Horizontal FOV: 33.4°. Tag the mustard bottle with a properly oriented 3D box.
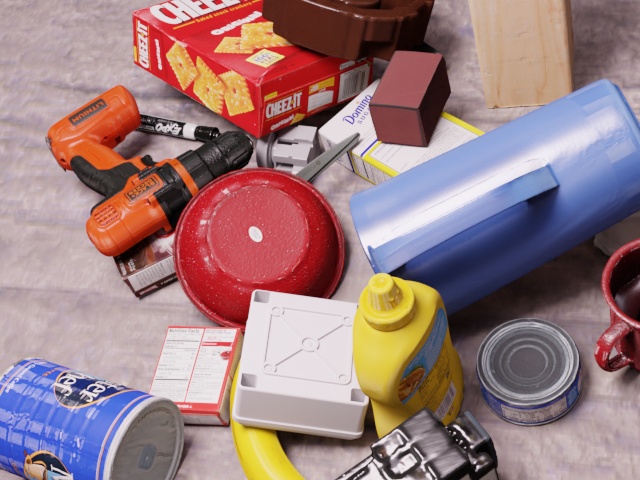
[{"bbox_3d":[0.065,0.087,0.824,0.058,0.191,0.096,19,61,29],"label":"mustard bottle"}]

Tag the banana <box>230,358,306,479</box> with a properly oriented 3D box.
[{"bbox_3d":[-0.042,0.161,0.905,0.069,0.037,0.198,-10,49,-19],"label":"banana"}]

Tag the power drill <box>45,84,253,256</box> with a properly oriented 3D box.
[{"bbox_3d":[-0.180,-0.085,1.076,0.184,0.057,0.188,-34,47,-14],"label":"power drill"}]

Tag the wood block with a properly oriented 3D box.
[{"bbox_3d":[0.192,-0.233,1.025,0.090,0.206,0.090,-2,53,16],"label":"wood block"}]

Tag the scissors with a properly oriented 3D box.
[{"bbox_3d":[-0.036,-0.024,1.028,0.201,0.016,0.096,-23,92,-8],"label":"scissors"}]

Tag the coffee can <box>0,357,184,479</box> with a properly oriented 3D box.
[{"bbox_3d":[-0.202,0.165,0.905,0.140,0.103,0.102,13,58,26],"label":"coffee can"}]

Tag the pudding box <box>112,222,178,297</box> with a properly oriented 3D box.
[{"bbox_3d":[-0.167,-0.007,1.070,0.090,0.039,0.113,-27,50,-5],"label":"pudding box"}]

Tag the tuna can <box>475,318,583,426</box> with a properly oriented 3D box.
[{"bbox_3d":[0.171,0.107,0.878,0.086,0.033,0.086,-9,51,11],"label":"tuna can"}]

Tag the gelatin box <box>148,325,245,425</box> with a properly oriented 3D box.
[{"bbox_3d":[-0.110,0.120,0.959,0.073,0.030,0.089,-1,53,18],"label":"gelatin box"}]

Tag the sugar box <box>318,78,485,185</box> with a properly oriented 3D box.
[{"bbox_3d":[0.092,-0.088,1.049,0.093,0.048,0.176,-42,49,-17],"label":"sugar box"}]

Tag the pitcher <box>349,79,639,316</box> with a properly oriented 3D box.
[{"bbox_3d":[0.153,-0.031,0.880,0.243,0.145,0.149,-28,38,16],"label":"pitcher"}]

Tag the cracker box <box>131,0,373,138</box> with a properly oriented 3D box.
[{"bbox_3d":[-0.074,-0.203,1.139,0.163,0.072,0.214,-27,47,-35],"label":"cracker box"}]

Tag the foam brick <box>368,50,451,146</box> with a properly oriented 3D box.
[{"bbox_3d":[0.086,-0.137,1.025,0.051,0.053,0.078,9,53,25],"label":"foam brick"}]

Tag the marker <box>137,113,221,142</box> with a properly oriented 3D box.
[{"bbox_3d":[-0.161,-0.124,1.172,0.121,0.020,0.020,13,58,26],"label":"marker"}]

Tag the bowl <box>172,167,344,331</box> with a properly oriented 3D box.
[{"bbox_3d":[-0.056,0.001,0.975,0.162,0.055,0.162,0,74,-2],"label":"bowl"}]
